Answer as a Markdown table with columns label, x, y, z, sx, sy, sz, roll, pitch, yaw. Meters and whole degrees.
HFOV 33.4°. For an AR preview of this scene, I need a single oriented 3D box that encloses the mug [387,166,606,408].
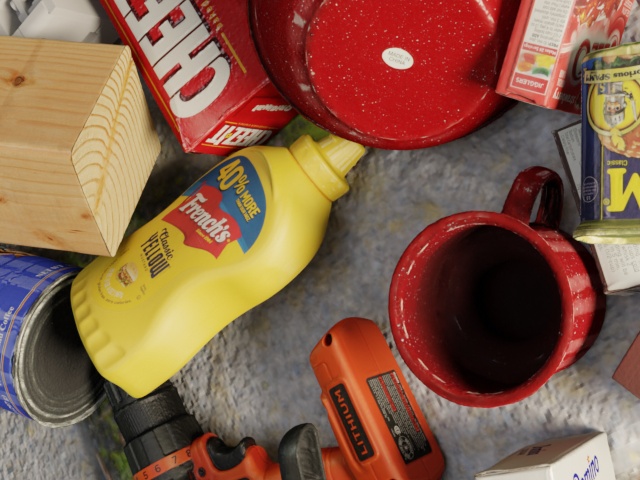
| label | x | y | z | sx | sy | sz | roll | pitch | yaw |
| --- | --- | --- | --- | --- | --- | --- | --- | --- | --- |
| mug | 0.095 | 0.020 | 0.531 | 0.093 | 0.081 | 0.117 | 17 | 100 | 29 |

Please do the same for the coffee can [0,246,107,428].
| label | x | y | z | sx | sy | sz | roll | pitch | yaw |
| --- | --- | --- | --- | --- | --- | --- | --- | --- | --- |
| coffee can | -0.212 | 0.055 | 0.702 | 0.140 | 0.102 | 0.103 | 12 | 97 | 30 |

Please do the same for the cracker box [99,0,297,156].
| label | x | y | z | sx | sy | sz | roll | pitch | yaw |
| --- | --- | --- | --- | --- | --- | --- | --- | --- | --- |
| cracker box | -0.028 | -0.174 | 0.607 | 0.214 | 0.072 | 0.164 | -38 | 72 | 26 |

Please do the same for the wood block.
| label | x | y | z | sx | sy | sz | roll | pitch | yaw |
| --- | --- | --- | --- | --- | --- | --- | --- | --- | --- |
| wood block | -0.214 | -0.062 | 0.630 | 0.206 | 0.090 | 0.090 | 7 | 53 | 13 |

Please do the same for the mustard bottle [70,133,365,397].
| label | x | y | z | sx | sy | sz | roll | pitch | yaw |
| --- | --- | --- | --- | --- | --- | --- | --- | --- | --- |
| mustard bottle | -0.054 | 0.001 | 0.616 | 0.192 | 0.058 | 0.096 | -37 | 41 | 8 |

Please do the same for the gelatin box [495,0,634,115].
| label | x | y | z | sx | sy | sz | roll | pitch | yaw |
| --- | --- | --- | --- | --- | --- | --- | --- | --- | --- |
| gelatin box | 0.121 | -0.098 | 0.510 | 0.030 | 0.089 | 0.073 | 21 | 102 | 27 |

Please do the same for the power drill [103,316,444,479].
| label | x | y | z | sx | sy | sz | roll | pitch | yaw |
| --- | --- | --- | --- | --- | --- | --- | --- | --- | --- |
| power drill | -0.035 | 0.118 | 0.627 | 0.188 | 0.057 | 0.184 | -34 | 78 | 30 |

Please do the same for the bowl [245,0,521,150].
| label | x | y | z | sx | sy | sz | roll | pitch | yaw |
| --- | --- | --- | --- | --- | --- | --- | --- | --- | --- |
| bowl | 0.040 | -0.102 | 0.525 | 0.162 | 0.055 | 0.162 | 3 | 125 | 4 |
